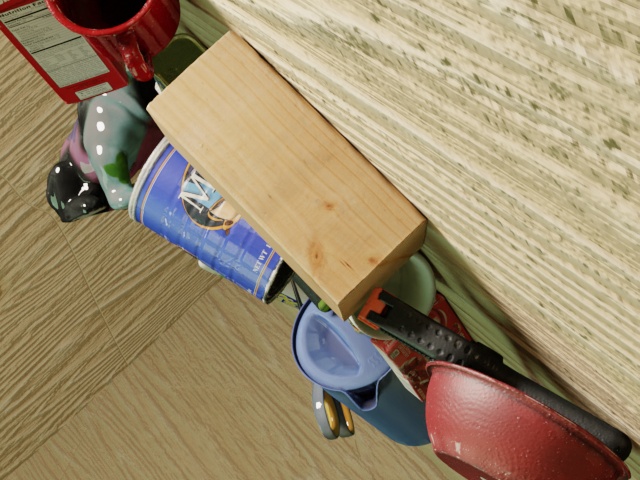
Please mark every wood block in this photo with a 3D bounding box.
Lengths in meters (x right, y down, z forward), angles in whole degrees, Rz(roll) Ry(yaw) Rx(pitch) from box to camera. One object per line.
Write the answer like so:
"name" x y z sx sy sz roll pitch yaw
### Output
"wood block" -0.024 -0.048 0.809 0.206 0.090 0.091 45 174 12

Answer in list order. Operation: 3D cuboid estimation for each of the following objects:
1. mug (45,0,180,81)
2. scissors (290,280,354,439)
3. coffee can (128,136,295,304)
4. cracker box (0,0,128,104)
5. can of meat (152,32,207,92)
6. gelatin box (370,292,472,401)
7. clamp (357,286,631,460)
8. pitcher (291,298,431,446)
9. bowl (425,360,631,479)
"mug" -0.152 -0.177 0.826 0.081 0.093 0.117 54 -166 -77
"scissors" -0.008 0.135 1.188 0.096 0.016 0.202 -52 -59 -70
"coffee can" -0.077 -0.025 0.908 0.140 0.103 0.103 32 171 8
"cracker box" -0.245 -0.238 0.904 0.213 0.072 0.164 59 -167 -65
"can of meat" -0.107 -0.132 0.983 0.102 0.057 0.084 46 172 14
"gelatin box" 0.095 0.094 0.965 0.030 0.073 0.089 39 169 46
"clamp" 0.121 0.100 0.822 0.210 0.036 0.164 31 176 -5
"pitcher" 0.073 0.135 1.196 0.145 0.149 0.242 24 165 33
"bowl" 0.133 0.150 0.758 0.162 0.055 0.162 30 167 8
